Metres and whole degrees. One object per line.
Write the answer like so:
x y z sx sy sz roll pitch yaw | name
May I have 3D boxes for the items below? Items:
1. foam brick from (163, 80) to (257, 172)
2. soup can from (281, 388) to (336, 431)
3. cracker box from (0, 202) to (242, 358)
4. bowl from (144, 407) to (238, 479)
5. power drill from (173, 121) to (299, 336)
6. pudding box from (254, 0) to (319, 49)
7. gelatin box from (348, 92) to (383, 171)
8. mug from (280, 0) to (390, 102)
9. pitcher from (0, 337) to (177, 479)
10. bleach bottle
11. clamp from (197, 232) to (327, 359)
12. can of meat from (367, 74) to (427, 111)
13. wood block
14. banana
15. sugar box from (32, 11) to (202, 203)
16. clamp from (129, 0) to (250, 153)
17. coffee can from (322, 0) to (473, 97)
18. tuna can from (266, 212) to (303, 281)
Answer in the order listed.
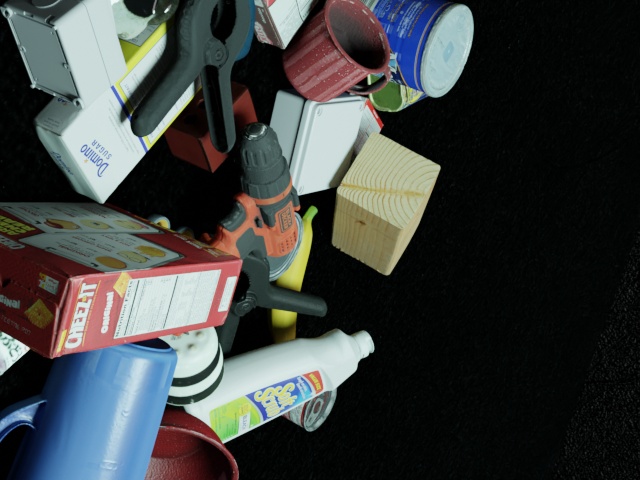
-0.106 -0.115 1.028 0.078 0.053 0.051 -52 150 -26 | foam brick
-0.040 0.185 1.330 0.068 0.102 0.068 -41 144 -40 | soup can
-0.193 0.025 0.863 0.213 0.164 0.072 -6 114 -60 | cracker box
-0.167 0.226 1.130 0.055 0.162 0.162 -92 179 -48 | bowl
-0.099 -0.008 1.035 0.187 0.057 0.184 -40 148 -21 | power drill
-0.040 -0.258 1.048 0.090 0.039 0.113 -57 153 -18 | pudding box
0.036 -0.125 1.301 0.089 0.030 0.073 -61 154 -10 | gelatin box
0.021 -0.191 1.118 0.117 0.082 0.093 29 49 -32 | mug
-0.229 0.198 0.995 0.149 0.145 0.243 11 98 -75 | pitcher
-0.050 0.157 1.229 0.250 0.068 0.102 -21 138 -23 | bleach bottle
-0.080 0.061 1.189 0.164 0.036 0.210 -29 137 -11 | clamp
0.100 -0.215 1.299 0.083 0.058 0.102 -31 123 -44 | can of meat
0.074 -0.039 1.296 0.090 0.091 0.206 -59 173 -15 | wood block
-0.036 0.058 1.308 0.069 0.037 0.198 -18 127 -55 | banana
-0.164 -0.128 0.923 0.176 0.048 0.093 -51 148 -22 | sugar box
-0.095 -0.156 0.925 0.120 0.039 0.171 20 92 -61 | clamp
0.083 -0.228 1.179 0.102 0.140 0.103 -41 144 -40 | coffee can
-0.058 0.002 1.228 0.086 0.034 0.086 -41 144 -40 | tuna can
